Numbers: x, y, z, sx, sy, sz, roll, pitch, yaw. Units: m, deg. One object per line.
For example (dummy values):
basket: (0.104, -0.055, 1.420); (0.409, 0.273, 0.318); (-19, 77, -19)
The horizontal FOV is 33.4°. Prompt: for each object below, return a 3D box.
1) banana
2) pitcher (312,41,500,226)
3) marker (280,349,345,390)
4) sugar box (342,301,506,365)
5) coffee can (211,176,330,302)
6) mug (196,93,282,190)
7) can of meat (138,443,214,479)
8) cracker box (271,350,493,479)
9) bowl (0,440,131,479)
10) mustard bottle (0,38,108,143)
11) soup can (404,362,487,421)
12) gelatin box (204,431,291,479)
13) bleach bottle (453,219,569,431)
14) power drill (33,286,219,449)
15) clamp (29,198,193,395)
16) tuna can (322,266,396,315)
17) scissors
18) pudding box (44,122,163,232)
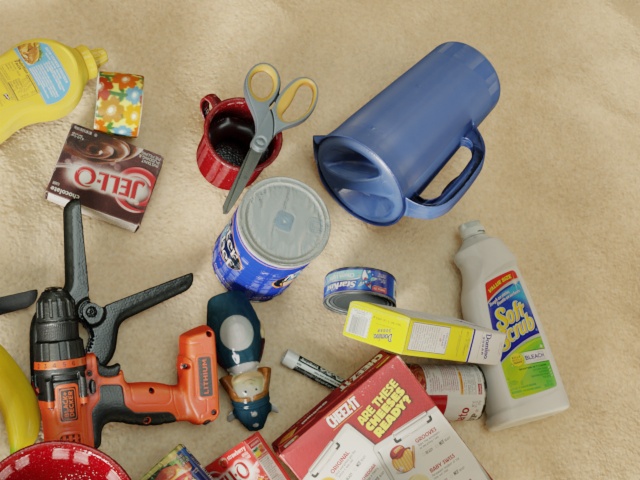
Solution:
banana: (-0.340, 0.138, 1.090); (0.198, 0.037, 0.069); (59, 38, -7)
pitcher: (0.123, -0.133, 1.304); (0.242, 0.145, 0.149); (-44, 109, -29)
marker: (0.011, 0.160, 1.223); (0.121, 0.020, 0.020); (28, 65, -6)
sugar box: (0.119, 0.106, 1.196); (0.175, 0.093, 0.048); (16, 90, -43)
coffee can: (-0.058, 0.001, 1.191); (0.102, 0.140, 0.103); (6, 69, -16)
mug: (-0.106, -0.118, 1.251); (0.093, 0.082, 0.117); (-34, 84, -25)
can of meat: (-0.153, 0.272, 1.100); (0.102, 0.057, 0.084); (-42, 84, -6)
cracker box: (0.076, 0.251, 1.146); (0.164, 0.072, 0.213); (-39, 98, -10)
bowl: (-0.253, 0.276, 1.020); (0.162, 0.055, 0.162); (8, 60, -14)
mustard bottle: (-0.329, -0.178, 1.214); (0.191, 0.058, 0.096); (-28, 79, -24)
soup can: (0.132, 0.174, 1.230); (0.102, 0.069, 0.068); (3, 70, -17)
gelatin box: (-0.078, 0.252, 1.124); (0.030, 0.089, 0.073); (-28, 82, -49)
bleach bottle: (0.212, 0.096, 1.288); (0.102, 0.068, 0.251); (-10, 72, -22)
power drill: (-0.204, 0.134, 1.118); (0.187, 0.057, 0.184); (-4, 91, -23)
clamp: (-0.241, 0.079, 1.158); (0.164, 0.036, 0.210); (27, 71, -17)
tuna can: (0.046, 0.060, 1.234); (0.086, 0.086, 0.034); (10, 67, -14)
scissors: (-0.079, -0.126, 1.207); (0.096, 0.016, 0.201); (41, 64, 1)
pudding box: (-0.245, -0.070, 1.213); (0.113, 0.039, 0.090); (19, 68, -10)
